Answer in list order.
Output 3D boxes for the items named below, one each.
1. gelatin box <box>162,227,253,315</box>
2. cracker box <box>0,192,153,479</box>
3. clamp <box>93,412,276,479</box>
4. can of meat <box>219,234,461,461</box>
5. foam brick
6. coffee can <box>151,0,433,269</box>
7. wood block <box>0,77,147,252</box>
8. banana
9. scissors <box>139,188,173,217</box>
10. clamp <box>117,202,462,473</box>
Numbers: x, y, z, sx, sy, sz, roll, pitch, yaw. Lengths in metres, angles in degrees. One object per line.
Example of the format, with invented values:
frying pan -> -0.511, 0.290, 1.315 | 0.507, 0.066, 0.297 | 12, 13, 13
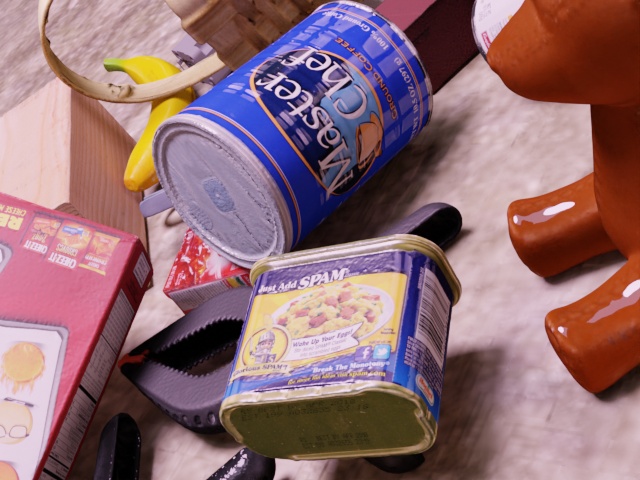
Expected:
gelatin box -> -0.054, 0.001, 0.687 | 0.073, 0.030, 0.089 | -15, 41, 31
cracker box -> -0.210, 0.078, 0.603 | 0.164, 0.072, 0.213 | 17, 71, 8
clamp -> -0.106, 0.162, 0.538 | 0.120, 0.039, 0.171 | 9, 56, 50
can of meat -> 0.009, 0.051, 0.491 | 0.102, 0.057, 0.084 | -10, 45, 25
foam brick -> 0.077, -0.147, 0.716 | 0.078, 0.053, 0.051 | -42, 33, -6
coffee can -> -0.015, -0.064, 0.633 | 0.103, 0.103, 0.140 | 7, 41, 47
wood block -> -0.194, -0.030, 0.802 | 0.090, 0.090, 0.206 | -33, 34, 10
banana -> -0.133, -0.103, 0.871 | 0.069, 0.037, 0.198 | -22, 38, 0
scissors -> -0.044, -0.059, 0.731 | 0.202, 0.016, 0.096 | -24, 7, 21
clamp -> -0.018, 0.052, 0.586 | 0.210, 0.036, 0.164 | -7, 44, 34
